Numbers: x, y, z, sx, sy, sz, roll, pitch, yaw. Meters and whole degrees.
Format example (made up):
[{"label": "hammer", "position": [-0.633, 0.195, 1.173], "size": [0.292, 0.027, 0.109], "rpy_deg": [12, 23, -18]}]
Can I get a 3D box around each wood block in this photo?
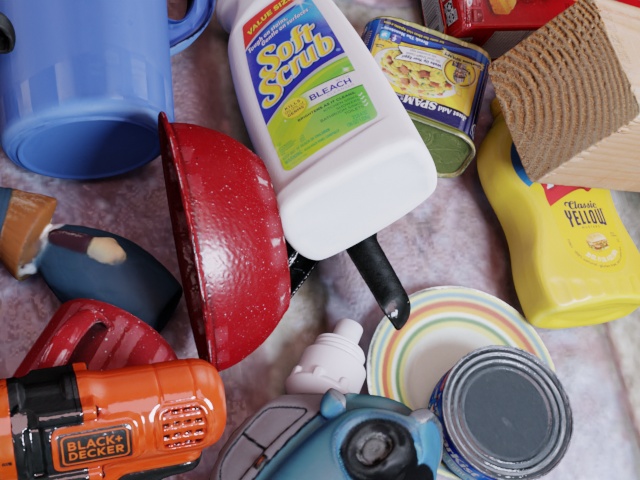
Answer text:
[{"label": "wood block", "position": [0.223, -0.091, 0.728], "size": [0.205, 0.091, 0.090], "rpy_deg": [2, 64, -42]}]

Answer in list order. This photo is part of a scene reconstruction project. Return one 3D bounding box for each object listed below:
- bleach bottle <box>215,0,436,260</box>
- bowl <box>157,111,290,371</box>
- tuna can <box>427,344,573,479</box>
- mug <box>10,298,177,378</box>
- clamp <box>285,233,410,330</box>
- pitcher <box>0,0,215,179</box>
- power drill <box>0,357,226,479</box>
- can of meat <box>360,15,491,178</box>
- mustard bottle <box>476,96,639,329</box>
[{"label": "bleach bottle", "position": [-0.019, -0.108, 0.704], "size": [0.102, 0.068, 0.251], "rpy_deg": [-30, 51, 2]}, {"label": "bowl", "position": [-0.054, 0.001, 0.621], "size": [0.055, 0.162, 0.162], "rpy_deg": [-11, 69, -10]}, {"label": "tuna can", "position": [0.110, 0.110, 0.661], "size": [0.086, 0.034, 0.086], "rpy_deg": [6, 65, -13]}, {"label": "mug", "position": [-0.133, 0.080, 0.598], "size": [0.093, 0.117, 0.081], "rpy_deg": [19, 57, 14]}, {"label": "clamp", "position": [-0.002, -0.004, 0.696], "size": [0.120, 0.039, 0.171], "rpy_deg": [-12, 49, 16]}, {"label": "pitcher", "position": [-0.152, -0.168, 0.704], "size": [0.149, 0.145, 0.243], "rpy_deg": [-13, 71, 9]}, {"label": "power drill", "position": [-0.135, 0.152, 0.532], "size": [0.184, 0.188, 0.057], "rpy_deg": [-7, 25, -15]}, {"label": "can of meat", "position": [0.066, -0.104, 0.760], "size": [0.102, 0.057, 0.084], "rpy_deg": [19, 62, -4]}, {"label": "mustard bottle", "position": [0.161, -0.036, 0.750], "size": [0.096, 0.058, 0.191], "rpy_deg": [-4, 66, -27]}]
